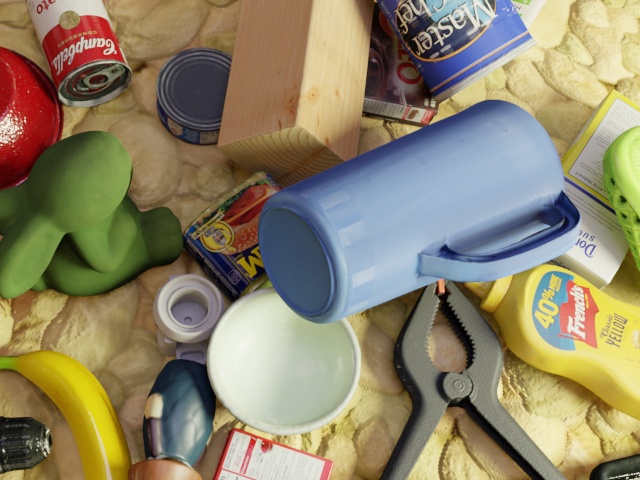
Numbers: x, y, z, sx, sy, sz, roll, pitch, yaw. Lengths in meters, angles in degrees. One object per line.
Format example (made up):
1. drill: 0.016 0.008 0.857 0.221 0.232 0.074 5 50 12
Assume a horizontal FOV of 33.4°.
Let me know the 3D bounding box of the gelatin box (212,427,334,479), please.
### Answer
1. gelatin box: -0.042 0.197 0.843 0.089 0.030 0.073 19 67 0

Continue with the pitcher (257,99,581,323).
1. pitcher: 0.080 -0.018 0.859 0.242 0.149 0.145 -23 87 -34

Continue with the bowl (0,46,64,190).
1. bowl: -0.306 -0.116 0.922 0.162 0.055 0.162 3 67 -7

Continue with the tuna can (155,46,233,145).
1. tuna can: -0.107 -0.130 0.970 0.086 0.034 0.086 3 67 -7

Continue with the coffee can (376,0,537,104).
1. coffee can: 0.112 -0.206 0.944 0.102 0.103 0.140 -32 93 -20

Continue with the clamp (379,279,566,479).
1. clamp: 0.122 0.131 0.892 0.164 0.036 0.210 4 67 -7

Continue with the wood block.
1. wood block: -0.017 -0.161 0.949 0.091 0.090 0.206 -11 61 34

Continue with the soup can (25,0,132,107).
1. soup can: -0.217 -0.180 0.956 0.068 0.068 0.102 -18 70 -16

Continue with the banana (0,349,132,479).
1. banana: -0.186 0.159 0.837 0.070 0.037 0.198 -36 71 10

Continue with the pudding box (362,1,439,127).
1. pudding box: 0.069 -0.168 1.009 0.090 0.039 0.113 10 67 -6

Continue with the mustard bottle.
1. mustard bottle: 0.212 0.073 0.916 0.191 0.058 0.096 26 55 3

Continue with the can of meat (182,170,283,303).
1. can of meat: -0.056 0.001 0.910 0.102 0.057 0.084 -37 74 -21
